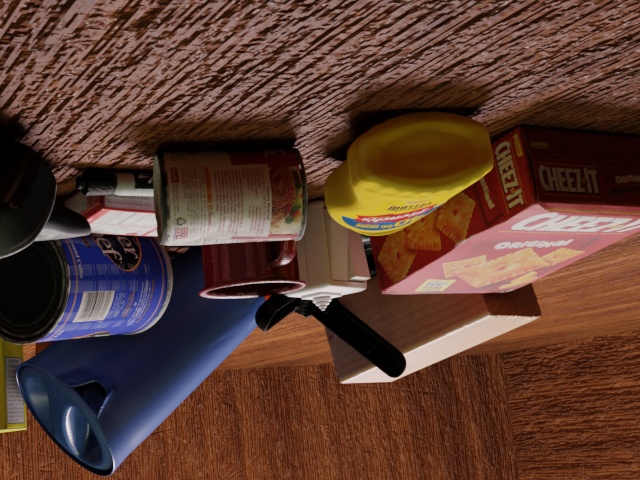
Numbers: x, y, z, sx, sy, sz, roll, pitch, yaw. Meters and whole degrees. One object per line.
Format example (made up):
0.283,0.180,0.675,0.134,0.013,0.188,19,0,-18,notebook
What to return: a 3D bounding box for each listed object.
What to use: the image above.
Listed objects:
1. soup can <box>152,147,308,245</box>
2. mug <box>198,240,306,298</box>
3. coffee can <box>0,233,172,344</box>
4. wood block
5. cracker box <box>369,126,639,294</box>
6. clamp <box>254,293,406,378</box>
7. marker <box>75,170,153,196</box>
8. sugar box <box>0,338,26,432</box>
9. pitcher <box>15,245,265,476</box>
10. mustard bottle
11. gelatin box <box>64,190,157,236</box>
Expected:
-0.066,-0.031,0.767,0.102,0.068,0.069,-3,170,-14,soup can
-0.056,0.001,0.913,0.093,0.081,0.117,0,168,-30,mug
-0.209,0.034,0.918,0.103,0.103,0.140,-11,174,28,coffee can
0.108,0.073,1.095,0.090,0.090,0.207,6,152,-45,wood block
0.167,-0.017,0.896,0.163,0.072,0.214,0,160,-31,cracker box
-0.021,0.053,1.048,0.164,0.036,0.210,21,-163,-35,clamp
-0.126,-0.042,0.812,0.120,0.020,0.020,0,168,-29,marker
-0.342,0.102,1.050,0.093,0.176,0.048,-7,168,15,sugar box
-0.173,0.110,1.065,0.149,0.145,0.242,19,-135,36,pitcher
0.054,-0.042,0.802,0.096,0.058,0.192,-8,171,-13,mustard bottle
-0.150,-0.027,0.856,0.089,0.030,0.073,3,166,-35,gelatin box
